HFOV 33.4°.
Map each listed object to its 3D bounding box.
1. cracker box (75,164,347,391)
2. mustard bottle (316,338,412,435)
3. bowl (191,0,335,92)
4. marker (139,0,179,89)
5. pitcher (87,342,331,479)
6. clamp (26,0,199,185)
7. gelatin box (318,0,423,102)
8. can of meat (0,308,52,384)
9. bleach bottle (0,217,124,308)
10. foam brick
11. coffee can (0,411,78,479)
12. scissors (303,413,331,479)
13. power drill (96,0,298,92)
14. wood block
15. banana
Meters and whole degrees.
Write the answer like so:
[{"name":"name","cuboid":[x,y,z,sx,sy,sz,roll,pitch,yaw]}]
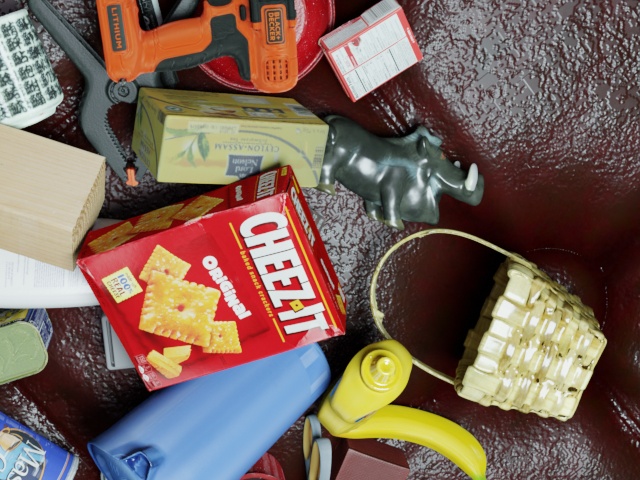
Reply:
[{"name":"cracker box","cuboid":[-0.100,0.041,1.027,0.214,0.072,0.164,-17,116,11]},{"name":"mustard bottle","cuboid":[0.049,0.146,1.092,0.096,0.192,0.058,-41,82,-17]},{"name":"bowl","cuboid":[-0.061,-0.226,1.066,0.162,0.055,0.162,-2,104,-7]},{"name":"marker","cuboid":[-0.165,-0.211,1.074,0.020,0.020,0.121,-14,106,-4]},{"name":"pitcher","cuboid":[-0.108,0.187,1.101,0.242,0.149,0.145,-40,118,-25]},{"name":"clamp","cuboid":[-0.186,-0.159,1.059,0.164,0.036,0.210,-10,114,-3]},{"name":"gelatin box","cuboid":[0.052,-0.195,1.087,0.089,0.030,0.073,-32,136,2]},{"name":"can of meat","cuboid":[-0.331,0.107,1.101,0.102,0.084,0.057,-18,106,-3]},{"name":"bleach bottle","cuboid":[-0.231,0.028,1.100,0.250,0.068,0.102,3,85,-10]},{"name":"foam brick","cuboid":[0.053,0.258,1.209,0.078,0.051,0.053,21,102,-12]},{"name":"coffee can","cuboid":[-0.342,0.238,1.124,0.140,0.103,0.103,35,97,-14]},{"name":"scissors","cuboid":[-0.012,0.277,1.215,0.016,0.096,0.202,-1,135,-13]},{"name":"power drill","cuboid":[-0.114,-0.223,0.995,0.187,0.057,0.184,-6,108,-7]},{"name":"wood block","cuboid":[-0.320,-0.055,1.026,0.206,0.090,0.090,17,60,-3]},{"name":"banana","cuboid":[0.107,0.220,1.200,0.198,0.069,0.037,21,132,-1]}]
